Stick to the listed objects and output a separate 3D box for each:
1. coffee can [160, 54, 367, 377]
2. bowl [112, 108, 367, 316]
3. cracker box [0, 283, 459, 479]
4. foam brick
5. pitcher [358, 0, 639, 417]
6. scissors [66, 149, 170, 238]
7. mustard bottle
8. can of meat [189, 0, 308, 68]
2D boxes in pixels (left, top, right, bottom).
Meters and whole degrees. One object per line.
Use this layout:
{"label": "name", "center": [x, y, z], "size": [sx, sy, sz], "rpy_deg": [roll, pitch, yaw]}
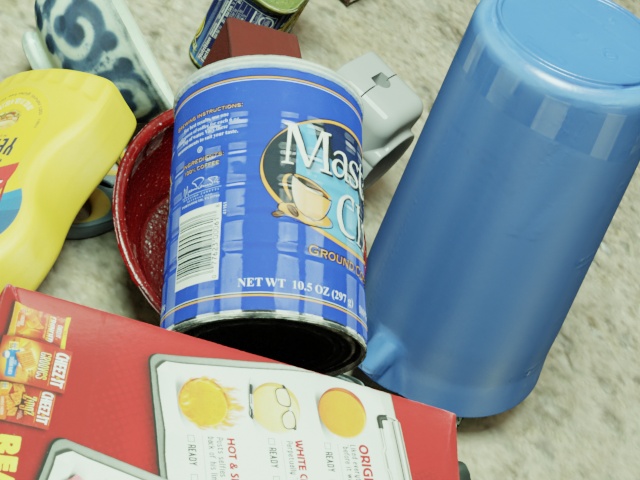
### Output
{"label": "coffee can", "center": [-0.028, -0.008, 0.546], "size": [0.102, 0.103, 0.140], "rpy_deg": [12, 62, -24]}
{"label": "bowl", "center": [-0.054, 0.001, 0.628], "size": [0.161, 0.055, 0.162], "rpy_deg": [13, 62, -27]}
{"label": "cracker box", "center": [-0.049, 0.129, 0.432], "size": [0.213, 0.072, 0.164], "rpy_deg": [19, 50, -19]}
{"label": "foam brick", "center": [-0.051, -0.100, 0.711], "size": [0.052, 0.078, 0.051], "rpy_deg": [12, 51, -25]}
{"label": "pitcher", "center": [0.111, -0.024, 0.621], "size": [0.145, 0.243, 0.149], "rpy_deg": [12, 43, -6]}
{"label": "scissors", "center": [-0.098, -0.013, 0.653], "size": [0.201, 0.016, 0.096], "rpy_deg": [30, 46, -9]}
{"label": "mustard bottle", "center": [-0.173, -0.006, 0.546], "size": [0.096, 0.058, 0.191], "rpy_deg": [1, 49, 26]}
{"label": "can of meat", "center": [-0.044, -0.168, 0.766], "size": [0.057, 0.084, 0.102], "rpy_deg": [35, 44, -3]}
